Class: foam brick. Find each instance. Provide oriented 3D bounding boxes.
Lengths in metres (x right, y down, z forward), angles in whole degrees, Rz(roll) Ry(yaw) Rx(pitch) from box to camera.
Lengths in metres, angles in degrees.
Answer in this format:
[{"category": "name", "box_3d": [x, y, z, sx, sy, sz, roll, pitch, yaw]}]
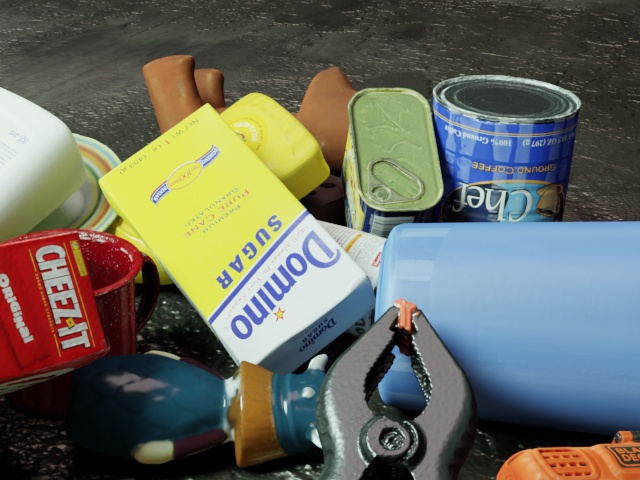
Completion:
[{"category": "foam brick", "box_3d": [-0.010, -0.014, 0.811, 0.053, 0.051, 0.078, 23, 32, 38]}]

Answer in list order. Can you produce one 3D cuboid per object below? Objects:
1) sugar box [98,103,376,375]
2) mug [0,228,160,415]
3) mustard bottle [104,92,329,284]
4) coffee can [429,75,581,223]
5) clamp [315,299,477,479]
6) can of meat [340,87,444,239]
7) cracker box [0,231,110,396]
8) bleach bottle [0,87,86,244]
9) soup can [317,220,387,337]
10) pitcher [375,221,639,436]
[{"category": "sugar box", "box_3d": [-0.054, 0.001, 0.672, 0.093, 0.048, 0.176, -38, 59, -10]}, {"category": "mug", "box_3d": [-0.143, 0.045, 0.636, 0.093, 0.081, 0.117, 20, 30, 33]}, {"category": "mustard bottle", "box_3d": [-0.094, -0.023, 0.757, 0.191, 0.058, 0.096, -38, 50, -11]}, {"category": "coffee can", "box_3d": [0.125, -0.037, 0.766, 0.103, 0.140, 0.103, 2, 25, -1]}, {"category": "clamp", "box_3d": [0.043, 0.109, 0.505, 0.120, 0.039, 0.171, 16, 58, 6]}, {"category": "can of meat", "box_3d": [0.047, -0.041, 0.748, 0.057, 0.084, 0.102, -2, 58, -7]}, {"category": "cracker box", "box_3d": [-0.231, 0.062, 0.487, 0.164, 0.072, 0.213, -19, -4, 38]}, {"category": "bleach bottle", "box_3d": [-0.266, 0.005, 0.660, 0.103, 0.068, 0.250, 25, 55, 28]}, {"category": "soup can", "box_3d": [0.006, 0.024, 0.713, 0.102, 0.068, 0.068, 16, 28, 25]}, {"category": "pitcher", "box_3d": [0.157, 0.050, 0.618, 0.243, 0.149, 0.145, 3, 44, 9]}]
